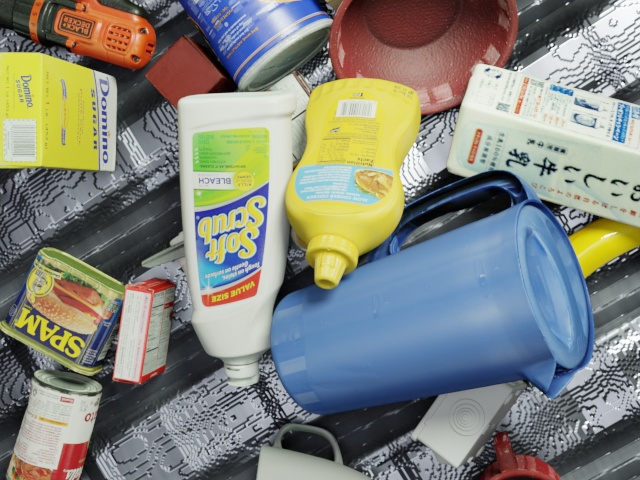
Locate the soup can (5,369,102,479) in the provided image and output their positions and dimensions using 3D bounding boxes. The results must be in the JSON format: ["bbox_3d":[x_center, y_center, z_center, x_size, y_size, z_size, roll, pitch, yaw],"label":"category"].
[{"bbox_3d":[-0.250,0.179,1.003,0.068,0.068,0.102,16,94,8],"label":"soup can"}]

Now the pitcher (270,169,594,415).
[{"bbox_3d":[0.083,0.054,0.854,0.243,0.149,0.145,-19,109,31],"label":"pitcher"}]

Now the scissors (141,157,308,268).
[{"bbox_3d":[-0.056,0.001,0.951,0.202,0.016,0.096,-36,85,9],"label":"scissors"}]

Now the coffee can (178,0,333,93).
[{"bbox_3d":[-0.066,-0.213,0.936,0.103,0.102,0.140,-36,87,9],"label":"coffee can"}]

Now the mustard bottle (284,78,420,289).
[{"bbox_3d":[0.022,-0.045,0.870,0.096,0.058,0.191,4,56,13],"label":"mustard bottle"}]

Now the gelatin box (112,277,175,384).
[{"bbox_3d":[-0.162,0.082,0.980,0.030,0.073,0.089,8,94,8],"label":"gelatin box"}]

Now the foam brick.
[{"bbox_3d":[-0.114,-0.144,0.960,0.051,0.078,0.053,-43,86,7],"label":"foam brick"}]

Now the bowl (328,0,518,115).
[{"bbox_3d":[0.084,-0.186,0.913,0.162,0.055,0.162,-5,133,-5],"label":"bowl"}]

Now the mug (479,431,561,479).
[{"bbox_3d":[0.171,0.224,0.929,0.093,0.081,0.117,-19,90,10],"label":"mug"}]

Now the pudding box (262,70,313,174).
[{"bbox_3d":[-0.041,-0.087,0.971,0.113,0.039,0.090,-35,88,11],"label":"pudding box"}]

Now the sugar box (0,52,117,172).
[{"bbox_3d":[-0.225,-0.107,0.930,0.048,0.176,0.093,3,94,11],"label":"sugar box"}]

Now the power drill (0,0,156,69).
[{"bbox_3d":[-0.221,-0.267,0.984,0.184,0.057,0.188,18,97,7],"label":"power drill"}]

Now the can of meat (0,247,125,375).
[{"bbox_3d":[-0.235,0.065,1.001,0.102,0.057,0.084,28,94,6],"label":"can of meat"}]

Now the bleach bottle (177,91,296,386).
[{"bbox_3d":[-0.066,0.001,0.913,0.102,0.068,0.251,-1,102,6],"label":"bleach bottle"}]
